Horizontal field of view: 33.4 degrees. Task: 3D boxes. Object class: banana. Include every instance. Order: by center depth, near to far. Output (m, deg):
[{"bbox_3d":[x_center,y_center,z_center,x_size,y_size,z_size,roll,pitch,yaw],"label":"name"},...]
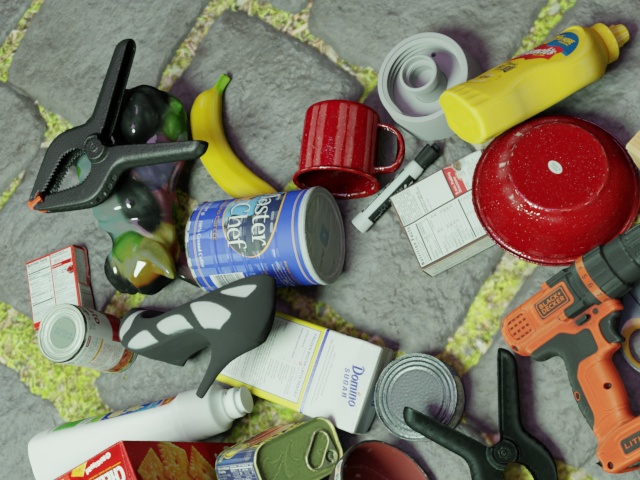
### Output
[{"bbox_3d":[-0.105,-0.102,1.218,0.070,0.037,0.198,-33,65,16],"label":"banana"}]

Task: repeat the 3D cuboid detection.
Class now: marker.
[{"bbox_3d":[0.081,-0.057,1.127,0.121,0.020,0.020,-46,63,9],"label":"marker"}]

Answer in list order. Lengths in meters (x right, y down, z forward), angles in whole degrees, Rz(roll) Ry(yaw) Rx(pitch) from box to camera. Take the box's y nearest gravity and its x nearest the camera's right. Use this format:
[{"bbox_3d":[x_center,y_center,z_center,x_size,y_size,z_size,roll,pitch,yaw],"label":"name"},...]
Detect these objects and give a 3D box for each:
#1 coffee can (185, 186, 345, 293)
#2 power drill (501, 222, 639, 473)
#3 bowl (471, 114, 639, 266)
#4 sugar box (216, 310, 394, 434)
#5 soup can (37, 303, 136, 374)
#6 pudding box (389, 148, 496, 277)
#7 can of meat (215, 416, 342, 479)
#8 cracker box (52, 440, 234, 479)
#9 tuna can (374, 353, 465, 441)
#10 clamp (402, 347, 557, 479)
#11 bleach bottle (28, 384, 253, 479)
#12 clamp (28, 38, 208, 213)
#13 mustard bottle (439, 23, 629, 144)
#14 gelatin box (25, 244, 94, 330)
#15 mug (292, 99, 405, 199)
[{"bbox_3d":[-0.057,0.001,1.132,0.140,0.102,0.103,-6,74,25],"label":"coffee can"},{"bbox_3d":[0.271,0.098,0.956,0.185,0.057,0.188,-42,58,30],"label":"power drill"},{"bbox_3d":[0.224,-0.059,1.013,0.162,0.055,0.162,-3,68,9],"label":"bowl"},{"bbox_3d":[-0.019,0.130,1.113,0.176,0.048,0.093,18,87,26],"label":"sugar box"},{"bbox_3d":[-0.261,0.111,1.203,0.069,0.102,0.068,-7,74,24],"label":"soup can"},{"bbox_3d":[0.138,-0.028,1.082,0.114,0.039,0.090,-29,67,18],"label":"pudding box"},{"bbox_3d":[-0.043,0.218,1.059,0.084,0.101,0.057,-21,89,51],"label":"can of meat"},{"bbox_3d":[-0.189,0.266,1.066,0.164,0.213,0.072,-32,67,16],"label":"cracker box"},{"bbox_3d":[0.099,0.156,1.056,0.086,0.033,0.086,-7,74,24],"label":"tuna can"},{"bbox_3d":[0.173,0.189,0.998,0.120,0.039,0.171,-40,81,-1],"label":"clamp"},{"bbox_3d":[-0.184,0.202,1.144,0.251,0.102,0.068,-20,85,19],"label":"bleach bottle"},{"bbox_3d":[-0.240,-0.109,1.164,0.210,0.036,0.164,-33,72,12],"label":"clamp"},{"bbox_3d":[0.217,-0.161,1.041,0.191,0.096,0.058,-28,107,-7],"label":"mustard bottle"},{"bbox_3d":[-0.313,0.058,1.283,0.073,0.030,0.089,-21,69,21],"label":"gelatin box"},{"bbox_3d":[0.032,-0.097,1.124,0.117,0.093,0.081,0,72,18],"label":"mug"}]
